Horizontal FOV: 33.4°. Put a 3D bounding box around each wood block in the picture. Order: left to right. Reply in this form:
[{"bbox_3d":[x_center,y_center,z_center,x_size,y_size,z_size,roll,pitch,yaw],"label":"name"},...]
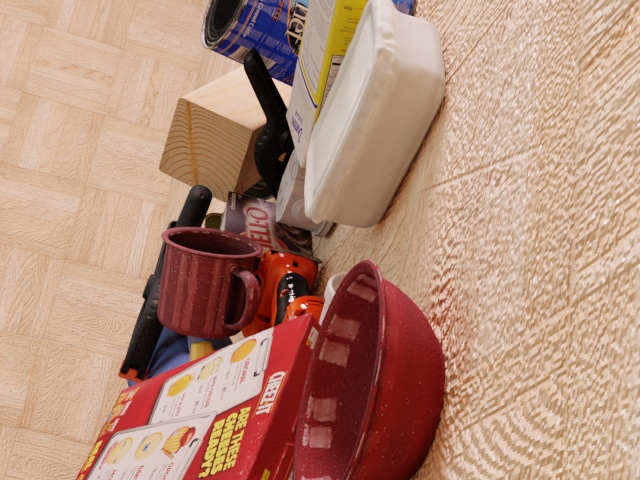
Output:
[{"bbox_3d":[-0.088,-0.127,1.199,0.205,0.090,0.091,-47,-20,-62],"label":"wood block"}]

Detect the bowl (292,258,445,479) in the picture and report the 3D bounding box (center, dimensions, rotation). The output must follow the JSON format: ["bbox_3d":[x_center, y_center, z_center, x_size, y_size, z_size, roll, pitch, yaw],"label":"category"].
[{"bbox_3d":[0.033,0.096,0.646,0.162,0.055,0.162,-165,90,-78],"label":"bowl"}]

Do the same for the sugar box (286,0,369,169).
[{"bbox_3d":[0.011,-0.157,0.915,0.093,0.048,0.176,-106,21,-50],"label":"sugar box"}]

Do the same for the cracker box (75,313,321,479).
[{"bbox_3d":[-0.088,0.161,0.785,0.214,0.072,0.164,-24,28,34],"label":"cracker box"}]

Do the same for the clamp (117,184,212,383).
[{"bbox_3d":[-0.170,0.050,1.146,0.165,0.036,0.210,152,137,-75],"label":"clamp"}]

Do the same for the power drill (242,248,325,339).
[{"bbox_3d":[-0.034,0.104,0.938,0.187,0.057,0.184,-106,34,-64],"label":"power drill"}]

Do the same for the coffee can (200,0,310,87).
[{"bbox_3d":[-0.033,-0.208,1.053,0.103,0.140,0.103,-41,38,43],"label":"coffee can"}]

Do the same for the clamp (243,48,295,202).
[{"bbox_3d":[-0.031,-0.109,1.034,0.039,0.120,0.172,-74,5,-56],"label":"clamp"}]

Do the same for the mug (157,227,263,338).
[{"bbox_3d":[-0.096,0.042,0.967,0.117,0.093,0.081,22,108,41],"label":"mug"}]

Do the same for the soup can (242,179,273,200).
[{"bbox_3d":[-0.078,-0.099,1.347,0.102,0.068,0.068,-102,29,-66],"label":"soup can"}]

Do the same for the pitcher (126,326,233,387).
[{"bbox_3d":[-0.136,0.155,1.149,0.145,0.149,0.243,-47,15,-5],"label":"pitcher"}]

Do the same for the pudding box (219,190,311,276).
[{"bbox_3d":[-0.057,0.001,1.077,0.113,0.090,0.039,-95,23,-59],"label":"pudding box"}]
